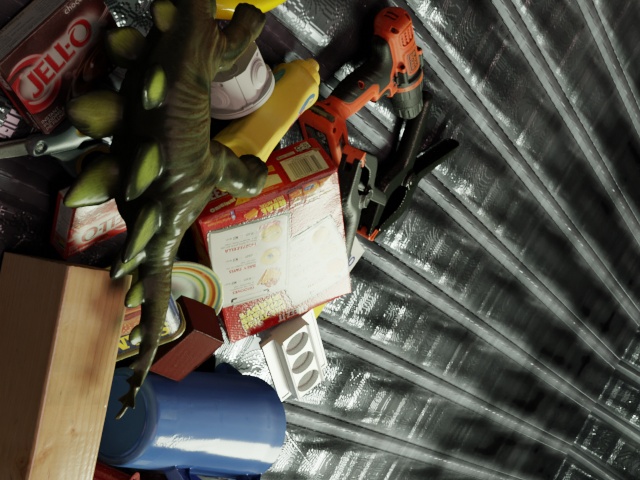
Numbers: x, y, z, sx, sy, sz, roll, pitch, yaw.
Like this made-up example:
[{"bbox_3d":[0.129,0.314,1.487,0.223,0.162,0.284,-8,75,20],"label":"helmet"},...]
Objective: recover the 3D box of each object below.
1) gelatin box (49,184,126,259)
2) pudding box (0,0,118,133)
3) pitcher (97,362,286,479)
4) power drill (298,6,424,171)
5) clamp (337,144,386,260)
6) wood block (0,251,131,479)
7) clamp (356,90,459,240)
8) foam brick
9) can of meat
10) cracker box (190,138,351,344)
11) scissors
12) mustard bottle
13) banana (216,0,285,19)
[{"bbox_3d":[-0.215,-0.029,1.034,0.089,0.030,0.073,-29,154,-40],"label":"gelatin box"},{"bbox_3d":[-0.226,-0.161,0.914,0.113,0.039,0.090,-50,148,-17],"label":"pudding box"},{"bbox_3d":[-0.155,0.223,1.248,0.242,0.149,0.145,20,97,-56],"label":"pitcher"},{"bbox_3d":[0.058,-0.170,1.313,0.187,0.057,0.184,-50,149,-20],"label":"power drill"},{"bbox_3d":[0.040,-0.047,1.302,0.171,0.039,0.120,69,42,-60],"label":"clamp"},{"bbox_3d":[-0.256,0.122,1.004,0.090,0.091,0.206,14,86,-58],"label":"wood block"},{"bbox_3d":[0.113,-0.097,1.472,0.210,0.036,0.164,-53,149,-12],"label":"clamp"},{"bbox_3d":[-0.153,0.108,1.169,0.078,0.053,0.051,-41,136,17],"label":"foam brick"},{"bbox_3d":[-0.200,0.070,1.105,0.102,0.057,0.084,-20,137,-5],"label":"can of meat"},{"bbox_3d":[-0.058,0.002,1.224,0.164,0.072,0.214,-22,139,-13],"label":"cracker box"},{"bbox_3d":[-0.252,-0.073,0.974,0.201,0.016,0.096,-32,140,-38],"label":"scissors"},{"bbox_3d":[-0.052,-0.137,1.141,0.096,0.058,0.191,-41,-168,50],"label":"mustard bottle"},{"bbox_3d":[-0.058,-0.266,1.080,0.197,0.037,0.069,-43,127,-29],"label":"banana"}]
